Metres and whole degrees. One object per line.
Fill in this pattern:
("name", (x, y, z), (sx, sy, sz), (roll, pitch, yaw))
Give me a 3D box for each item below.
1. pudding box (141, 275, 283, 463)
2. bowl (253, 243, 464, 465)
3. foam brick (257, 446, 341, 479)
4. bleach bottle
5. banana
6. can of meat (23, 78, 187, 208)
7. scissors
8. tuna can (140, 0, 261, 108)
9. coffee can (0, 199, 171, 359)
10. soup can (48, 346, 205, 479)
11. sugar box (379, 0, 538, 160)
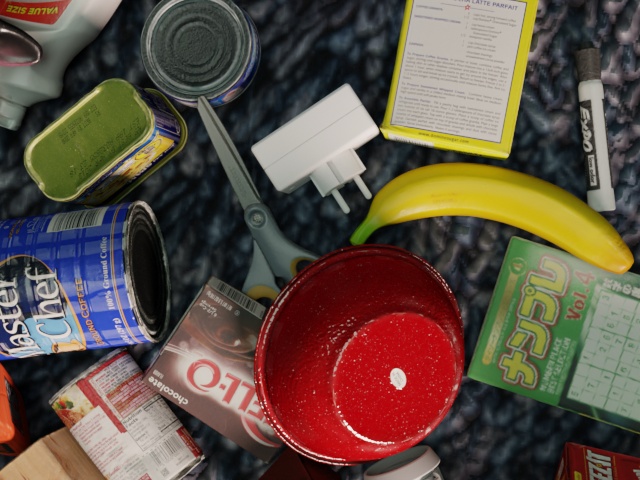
("pudding box", (-0.057, 0.092, 0.768), (0.113, 0.039, 0.090), (34, 103, -2))
("bowl", (0.039, 0.086, 0.725), (0.161, 0.055, 0.162), (-5, 103, -22))
("foam brick", (-0.021, 0.197, 0.760), (0.078, 0.053, 0.051), (-47, 122, 5))
("bleach bottle", (-0.181, -0.197, 0.785), (0.102, 0.068, 0.251), (26, 95, 8))
("banana", (0.122, -0.019, 0.757), (0.198, 0.037, 0.069), (5, 88, 9))
("can of meat", (-0.154, -0.069, 0.770), (0.102, 0.084, 0.057), (-38, 86, 6))
("scissors", (-0.055, 0.001, 0.780), (0.096, 0.016, 0.202), (-40, 93, 11))
("tuna can", (-0.089, -0.142, 0.787), (0.086, 0.033, 0.086), (0, 90, 7))
("coffee can", (-0.189, 0.030, 0.766), (0.140, 0.102, 0.103), (-7, 89, 7))
("soup can", (-0.140, 0.137, 0.777), (0.068, 0.068, 0.102), (-38, 86, 6))
("sugar box", (0.104, -0.152, 0.758), (0.093, 0.048, 0.176), (12, 88, 7))
